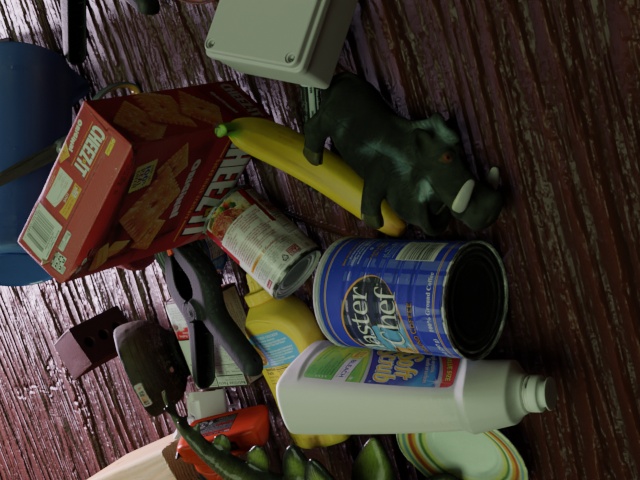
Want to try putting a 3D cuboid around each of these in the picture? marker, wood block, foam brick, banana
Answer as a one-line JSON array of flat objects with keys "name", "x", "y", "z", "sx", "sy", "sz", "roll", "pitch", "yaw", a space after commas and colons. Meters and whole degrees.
[{"name": "marker", "x": -0.007, "y": -0.103, "z": 1.000, "sx": 0.020, "sy": 0.020, "sz": 0.121, "roll": 14, "pitch": 119, "yaw": 36}, {"name": "wood block", "x": -0.196, "y": 0.297, "z": 1.307, "sx": 0.207, "sy": 0.090, "sz": 0.090, "roll": -30, "pitch": 89, "yaw": 45}, {"name": "foam brick", "x": -0.273, "y": 0.123, "z": 1.299, "sx": 0.053, "sy": 0.078, "sz": 0.051, "roll": 55, "pitch": 136, "yaw": 5}, {"name": "banana", "x": -0.009, "y": -0.063, "z": 0.969, "sx": 0.197, "sy": 0.069, "sz": 0.037, "roll": 27, "pitch": 124, "yaw": -15}]

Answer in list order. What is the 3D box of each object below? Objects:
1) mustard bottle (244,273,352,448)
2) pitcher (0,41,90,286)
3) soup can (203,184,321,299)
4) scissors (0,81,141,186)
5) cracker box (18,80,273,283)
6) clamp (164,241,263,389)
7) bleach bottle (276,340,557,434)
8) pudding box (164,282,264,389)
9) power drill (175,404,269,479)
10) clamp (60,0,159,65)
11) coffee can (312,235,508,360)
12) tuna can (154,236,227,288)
[{"name": "mustard bottle", "x": -0.029, "y": 0.117, "z": 1.098, "sx": 0.096, "sy": 0.058, "sz": 0.191, "roll": -19, "pitch": 98, "yaw": 54}, {"name": "pitcher", "x": -0.338, "y": -0.079, "z": 1.139, "sx": 0.149, "sy": 0.144, "sz": 0.243, "roll": -20, "pitch": 64, "yaw": 28}, {"name": "soup can", "x": -0.057, "y": 0.001, "z": 1.060, "sx": 0.102, "sy": 0.068, "sz": 0.069, "roll": 42, "pitch": 132, "yaw": 17}, {"name": "scissors", "x": -0.251, "y": -0.086, "z": 1.109, "sx": 0.016, "sy": 0.201, "sz": 0.096, "roll": 13, "pitch": 142, "yaw": 44}, {"name": "cracker box", "x": -0.157, "y": -0.058, "z": 0.996, "sx": 0.072, "sy": 0.213, "sz": 0.164, "roll": 43, "pitch": 120, "yaw": 17}, {"name": "clamp", "x": -0.126, "y": 0.078, "z": 1.125, "sx": 0.120, "sy": 0.039, "sz": 0.171, "roll": -34, "pitch": 77, "yaw": 46}, {"name": "bleach bottle", "x": 0.088, "y": 0.131, "z": 0.948, "sx": 0.251, "sy": 0.102, "sz": 0.068, "roll": -5, "pitch": 110, "yaw": 33}, {"name": "pudding box", "x": -0.116, "y": 0.108, "z": 1.184, "sx": 0.090, "sy": 0.039, "sz": 0.113, "roll": -11, "pitch": 104, "yaw": 42}, {"name": "power drill", "x": -0.060, "y": 0.273, "z": 1.156, "sx": 0.185, "sy": 0.057, "sz": 0.187, "roll": -16, "pitch": 108, "yaw": 16}, {"name": "clamp", "x": -0.257, "y": -0.294, "z": 1.110, "sx": 0.165, "sy": 0.036, "sz": 0.210, "roll": -27, "pitch": 89, "yaw": 46}, {"name": "coffee can", "x": 0.079, "y": 0.049, "z": 0.941, "sx": 0.141, "sy": 0.102, "sz": 0.103, "roll": 2, "pitch": 111, "yaw": 40}, {"name": "tuna can", "x": -0.142, "y": 0.007, "z": 1.160, "sx": 0.086, "sy": 0.033, "sz": 0.086, "roll": 19, "pitch": 122, "yaw": 33}]
